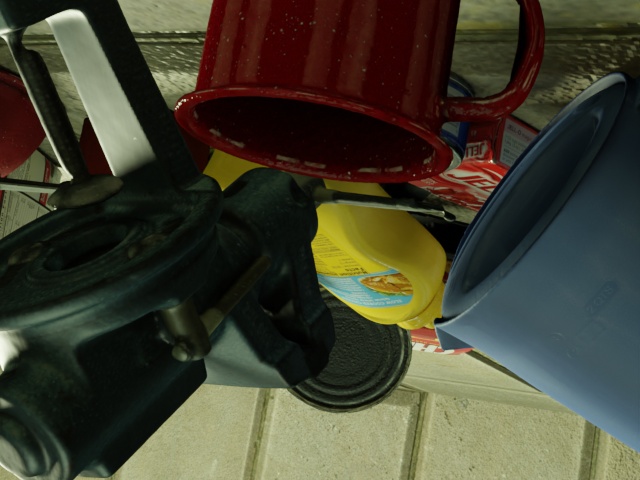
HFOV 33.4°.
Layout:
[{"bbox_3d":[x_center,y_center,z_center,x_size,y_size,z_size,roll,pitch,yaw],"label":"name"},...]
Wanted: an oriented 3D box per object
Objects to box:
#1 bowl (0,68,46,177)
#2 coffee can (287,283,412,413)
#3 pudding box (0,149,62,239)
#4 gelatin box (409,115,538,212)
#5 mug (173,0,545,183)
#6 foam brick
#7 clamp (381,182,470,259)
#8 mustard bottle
[{"bbox_3d":[-0.243,-0.072,0.658,0.162,0.055,0.162,10,169,2],"label":"bowl"},{"bbox_3d":[0.018,0.057,0.819,0.103,0.103,0.140,10,-164,1],"label":"coffee can"},{"bbox_3d":[-0.231,-0.026,0.790,0.039,0.090,0.113,8,170,7],"label":"pudding box"},{"bbox_3d":[0.093,-0.039,0.582,0.089,0.030,0.073,19,166,-42],"label":"gelatin box"},{"bbox_3d":[0.015,-0.070,0.355,0.117,0.081,0.093,6,169,19],"label":"mug"},{"bbox_3d":[-0.112,-0.050,0.660,0.052,0.051,0.078,20,166,-38],"label":"foam brick"},{"bbox_3d":[0.059,-0.009,0.736,0.164,0.036,0.210,28,162,-33],"label":"clamp"},{"bbox_3d":[0.021,0.002,0.650,0.096,0.058,0.191,-1,147,43],"label":"mustard bottle"}]
